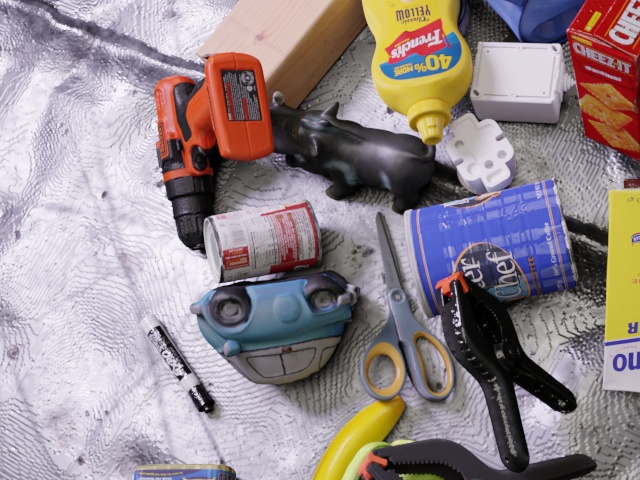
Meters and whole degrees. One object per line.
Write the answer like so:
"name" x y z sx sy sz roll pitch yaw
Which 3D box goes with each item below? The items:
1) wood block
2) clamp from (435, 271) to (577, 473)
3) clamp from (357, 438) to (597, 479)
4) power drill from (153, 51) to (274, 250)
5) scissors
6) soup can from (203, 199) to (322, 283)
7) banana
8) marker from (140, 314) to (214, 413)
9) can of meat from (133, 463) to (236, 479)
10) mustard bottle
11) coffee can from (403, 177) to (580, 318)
"wood block" -0.021 -0.234 1.117 0.091 0.090 0.206 38 86 23
"clamp" 0.150 0.110 0.911 0.039 0.120 0.171 -36 96 36
"clamp" 0.131 0.228 0.877 0.210 0.036 0.164 16 50 -7
"power drill" -0.111 -0.093 1.054 0.057 0.188 0.184 -7 83 -30
"scissors" 0.059 0.069 1.021 0.096 0.016 0.202 -21 66 -14
"soup can" -0.057 0.001 1.042 0.102 0.069 0.068 -10 67 -15
"banana" 0.023 0.232 0.983 0.069 0.037 0.198 16 80 -9
"marker" -0.144 0.125 1.076 0.020 0.020 0.121 -39 66 2
"can of meat" -0.131 0.257 1.009 0.102 0.057 0.084 -4 69 15
"mustard bottle" 0.096 -0.177 1.029 0.096 0.058 0.191 -9 64 7
"coffee can" 0.156 0.008 0.976 0.140 0.102 0.103 -13 69 13
